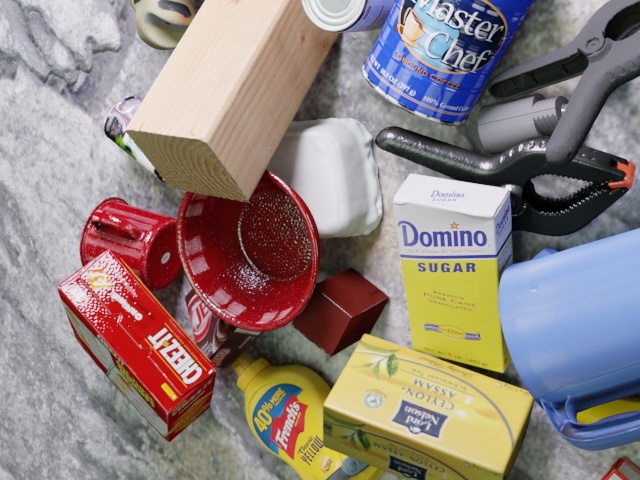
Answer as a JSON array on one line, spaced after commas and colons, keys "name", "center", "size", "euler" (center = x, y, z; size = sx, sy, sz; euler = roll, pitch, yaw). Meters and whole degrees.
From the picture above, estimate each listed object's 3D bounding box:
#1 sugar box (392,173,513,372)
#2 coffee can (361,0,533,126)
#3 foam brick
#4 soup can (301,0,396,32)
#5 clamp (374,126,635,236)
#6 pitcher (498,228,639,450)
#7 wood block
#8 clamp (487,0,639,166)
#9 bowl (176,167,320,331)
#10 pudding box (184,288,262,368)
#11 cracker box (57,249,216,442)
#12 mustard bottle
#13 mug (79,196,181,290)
[{"name": "sugar box", "center": [0.119, 0.030, 0.928], "size": [0.093, 0.048, 0.176], "euler": [11, 134, 28]}, {"name": "coffee can", "center": [0.110, -0.182, 0.886], "size": [0.103, 0.102, 0.140], "euler": [39, 120, 20]}, {"name": "foam brick", "center": [0.020, 0.068, 1.026], "size": [0.053, 0.078, 0.051], "euler": [38, 118, 20]}, {"name": "soup can", "center": [0.037, -0.216, 0.926], "size": [0.069, 0.102, 0.068], "euler": [9, 107, 32]}, {"name": "clamp", "center": [0.163, -0.032, 0.913], "size": [0.210, 0.036, 0.164], "euler": [-2, 127, 26]}, {"name": "pitcher", "center": [0.271, 0.055, 0.820], "size": [0.243, 0.144, 0.149], "euler": [-22, 91, 33]}, {"name": "wood block", "center": [-0.072, -0.147, 0.950], "size": [0.091, 0.206, 0.090], "euler": [11, 152, 32]}, {"name": "clamp", "center": [0.218, -0.133, 0.828], "size": [0.172, 0.039, 0.120], "euler": [-36, 47, 20]}, {"name": "bowl", "center": [-0.057, 0.001, 0.997], "size": [0.162, 0.055, 0.162], "euler": [10, 108, 32]}, {"name": "pudding box", "center": [-0.091, 0.065, 1.102], "size": [0.114, 0.039, 0.090], "euler": [-45, 48, 31]}, {"name": "cracker box", "center": [-0.185, 0.115, 1.103], "size": [0.164, 0.072, 0.214], "euler": [47, 162, 8]}, {"name": "mustard bottle", "center": [-0.020, 0.185, 1.094], "size": [0.192, 0.058, 0.096], "euler": [42, 116, 19]}, {"name": "mug", "center": [-0.201, 0.001, 1.139], "size": [0.082, 0.117, 0.093], "euler": [15, 67, 25]}]
